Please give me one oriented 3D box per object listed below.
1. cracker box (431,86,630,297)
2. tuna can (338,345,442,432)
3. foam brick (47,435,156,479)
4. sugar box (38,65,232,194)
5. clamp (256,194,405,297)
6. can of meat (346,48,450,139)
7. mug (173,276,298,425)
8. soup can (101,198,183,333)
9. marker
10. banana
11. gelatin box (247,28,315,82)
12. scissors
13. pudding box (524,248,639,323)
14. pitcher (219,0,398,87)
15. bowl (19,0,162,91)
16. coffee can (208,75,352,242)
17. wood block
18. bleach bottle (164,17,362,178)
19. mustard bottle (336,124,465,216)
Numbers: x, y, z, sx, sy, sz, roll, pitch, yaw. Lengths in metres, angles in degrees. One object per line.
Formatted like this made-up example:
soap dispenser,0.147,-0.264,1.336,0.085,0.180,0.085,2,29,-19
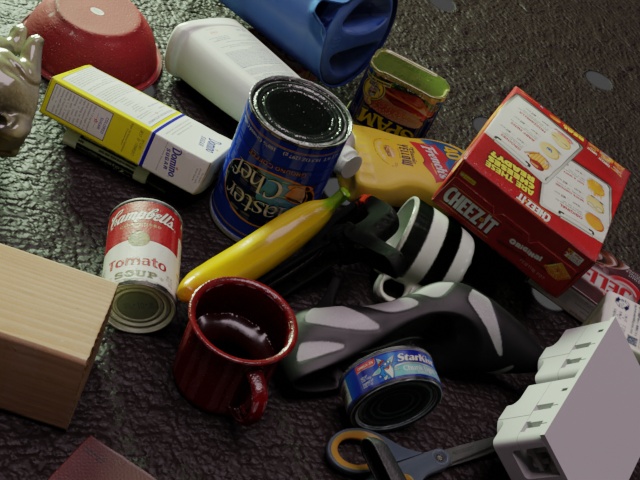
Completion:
cracker box,0.226,-0.057,1.126,0.164,0.072,0.213,38,37,2
tuna can,0.060,0.129,0.915,0.086,0.086,0.034,2,48,-25
foam brick,-0.156,0.190,0.768,0.078,0.051,0.052,33,40,8
sugar box,-0.179,-0.111,1.061,0.176,0.048,0.093,31,22,2
clamp,0.031,0.003,1.013,0.209,0.165,0.036,-47,119,-55
can of meat,0.089,-0.161,1.233,0.102,0.084,0.057,28,41,2
mug,-0.070,0.099,0.882,0.093,0.082,0.117,-3,48,-30
soup can,-0.156,0.022,0.931,0.068,0.069,0.102,12,43,-15
marker,-0.197,-0.077,1.051,0.121,0.020,0.020,28,41,3
banana,-0.058,0.009,0.960,0.197,0.070,0.037,-35,75,-31
gelatin box,-0.057,-0.215,1.257,0.073,0.030,0.089,-20,58,-40
scissors,0.083,0.180,0.926,0.201,0.016,0.096,-24,63,-42
pudding box,0.288,0.044,1.153,0.113,0.039,0.089,35,42,11
pitcher,-0.036,-0.290,1.240,0.243,0.149,0.144,38,56,22
bowl,-0.245,-0.227,1.157,0.162,0.055,0.162,14,42,-13
coffee can,-0.040,-0.073,1.032,0.102,0.140,0.103,14,42,-13
wood block,-0.273,0.057,0.819,0.206,0.090,0.090,19,41,-7
bleach bottle,-0.054,-0.147,1.138,0.102,0.068,0.251,-18,50,-41
mustard bottle,0.115,-0.071,1.172,0.191,0.058,0.096,8,45,-20
